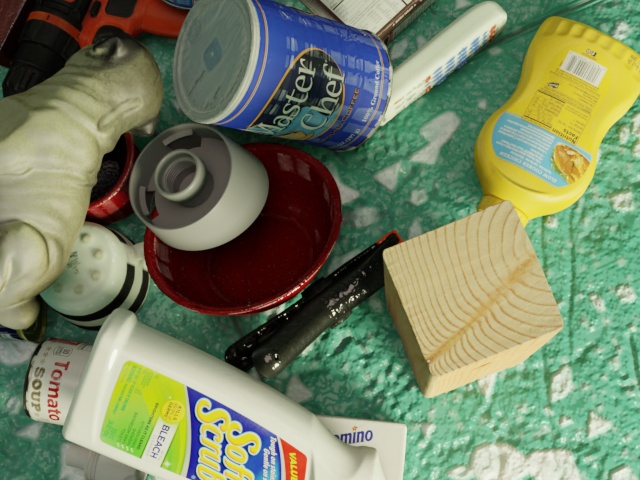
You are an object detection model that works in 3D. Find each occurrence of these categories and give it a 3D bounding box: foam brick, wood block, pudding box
[{"bbox_3d":[-0.272,-0.195,0.924,0.051,0.053,0.078,22,81,9],"label":"foam brick"},{"bbox_3d":[0.102,0.051,0.762,0.091,0.206,0.090,-21,78,-1],"label":"wood block"},{"bbox_3d":[0.033,-0.223,0.912,0.090,0.039,0.113,-43,76,-5],"label":"pudding box"}]

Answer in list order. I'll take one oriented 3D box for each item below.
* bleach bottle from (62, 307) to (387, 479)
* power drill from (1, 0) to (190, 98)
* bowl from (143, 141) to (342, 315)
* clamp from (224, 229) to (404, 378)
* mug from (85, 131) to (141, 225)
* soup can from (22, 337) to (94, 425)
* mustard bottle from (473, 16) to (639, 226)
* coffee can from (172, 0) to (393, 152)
[{"bbox_3d":[-0.051,0.141,0.768,0.251,0.068,0.103,22,102,-2],"label":"bleach bottle"},{"bbox_3d":[-0.156,-0.166,0.899,0.188,0.057,0.184,20,74,7],"label":"power drill"},{"bbox_3d":[-0.056,0.001,0.847,0.162,0.055,0.162,-8,55,11],"label":"bowl"},{"bbox_3d":[-0.004,0.053,0.839,0.171,0.120,0.039,-35,101,-24],"label":"clamp"},{"bbox_3d":[-0.200,-0.059,0.874,0.117,0.081,0.093,-1,78,4],"label":"mug"},{"bbox_3d":[-0.174,0.117,0.842,0.102,0.068,0.068,9,79,7],"label":"soup can"},{"bbox_3d":[0.179,-0.079,0.859,0.096,0.058,0.191,29,82,9],"label":"mustard bottle"},{"bbox_3d":[-0.029,-0.130,0.829,0.103,0.140,0.103,-11,76,48],"label":"coffee can"}]
